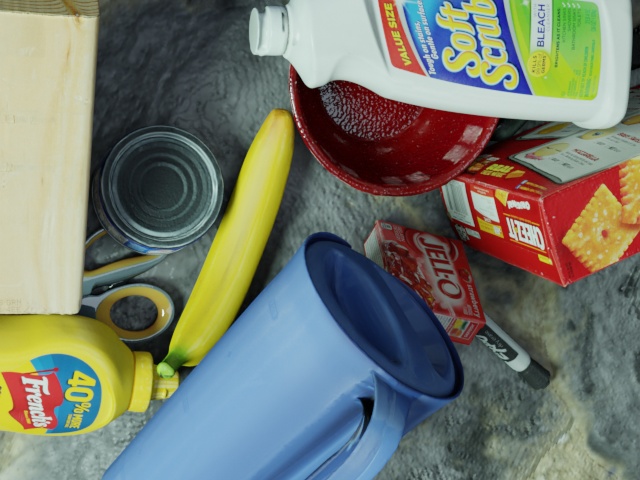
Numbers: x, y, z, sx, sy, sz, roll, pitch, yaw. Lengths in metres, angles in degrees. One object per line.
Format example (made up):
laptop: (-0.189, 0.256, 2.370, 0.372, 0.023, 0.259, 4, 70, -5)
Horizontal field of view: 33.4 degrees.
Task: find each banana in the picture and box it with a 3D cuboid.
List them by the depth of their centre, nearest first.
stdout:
banana: (-0.058, 0.006, 0.736, 0.037, 0.070, 0.198, 22, 82, -3)

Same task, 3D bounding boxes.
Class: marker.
marker: (0.138, 0.077, 0.834, 0.121, 0.020, 0.020, 42, 84, -19)

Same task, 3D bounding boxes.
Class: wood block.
wood block: (-0.180, -0.062, 0.623, 0.090, 0.091, 0.206, 1, 129, -16)

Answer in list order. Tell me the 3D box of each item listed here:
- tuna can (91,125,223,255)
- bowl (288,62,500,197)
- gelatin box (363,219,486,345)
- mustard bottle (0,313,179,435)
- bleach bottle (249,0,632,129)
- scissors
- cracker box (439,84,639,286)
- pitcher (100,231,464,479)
tuna can: (-0.109, -0.034, 0.719, 0.086, 0.034, 0.086, 2, 83, -20)
bowl: (0.048, -0.114, 0.757, 0.162, 0.055, 0.162, -3, 99, -18)
gelatin box: (0.074, 0.029, 0.772, 0.073, 0.089, 0.030, 14, 128, -18)
mustard bottle: (-0.188, 0.089, 0.702, 0.191, 0.058, 0.096, 6, 128, -20)
bleach bottle: (0.078, -0.126, 0.703, 0.250, 0.068, 0.102, -1, 98, -15)
scissors: (-0.187, 0.053, 0.728, 0.201, 0.016, 0.096, -28, 106, -12)
cracker box: (0.214, -0.050, 0.763, 0.213, 0.164, 0.072, -22, 106, -13)
pitcher: (-0.034, 0.125, 0.682, 0.243, 0.149, 0.145, -46, 71, 21)
